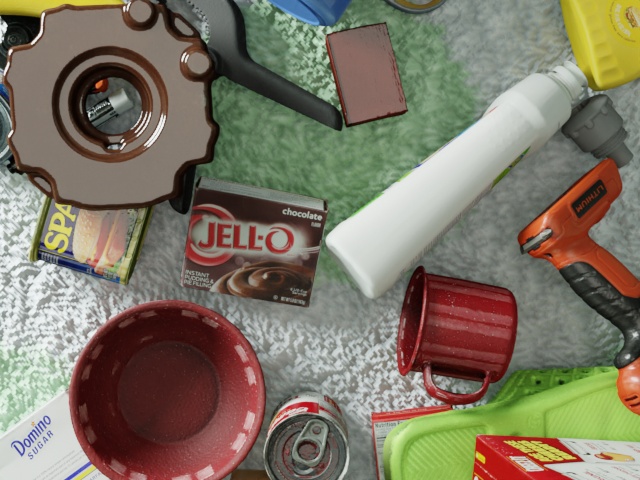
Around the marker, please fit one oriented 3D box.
[{"bbox_3d":[-0.216,-0.092,0.914,0.121,0.020,0.020,-31,92,1],"label":"marker"}]

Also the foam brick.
[{"bbox_3d":[0.038,-0.138,0.896,0.051,0.053,0.078,-14,94,0],"label":"foam brick"}]

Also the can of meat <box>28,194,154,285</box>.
[{"bbox_3d":[-0.189,-0.020,0.899,0.084,0.057,0.102,17,92,-3],"label":"can of meat"}]

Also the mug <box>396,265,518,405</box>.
[{"bbox_3d":[0.113,0.082,0.880,0.081,0.093,0.117,10,50,-6],"label":"mug"}]

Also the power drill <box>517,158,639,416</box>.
[{"bbox_3d":[0.269,0.026,0.883,0.184,0.057,0.188,-37,83,-28],"label":"power drill"}]

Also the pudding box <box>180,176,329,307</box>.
[{"bbox_3d":[-0.056,0.001,0.894,0.113,0.039,0.090,9,113,-5],"label":"pudding box"}]

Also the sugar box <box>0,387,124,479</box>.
[{"bbox_3d":[-0.199,0.221,0.916,0.093,0.048,0.176,-35,88,1],"label":"sugar box"}]

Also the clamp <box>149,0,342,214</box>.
[{"bbox_3d":[-0.102,-0.137,0.903,0.164,0.036,0.210,-34,89,8],"label":"clamp"}]

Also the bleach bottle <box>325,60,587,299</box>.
[{"bbox_3d":[0.118,-0.056,0.886,0.251,0.102,0.068,-41,86,-5],"label":"bleach bottle"}]

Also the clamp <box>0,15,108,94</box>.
[{"bbox_3d":[-0.257,-0.178,0.902,0.171,0.039,0.120,17,97,-4],"label":"clamp"}]

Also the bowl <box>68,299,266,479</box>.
[{"bbox_3d":[-0.128,0.131,0.900,0.162,0.055,0.162,0,87,-7],"label":"bowl"}]

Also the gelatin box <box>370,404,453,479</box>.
[{"bbox_3d":[0.084,0.189,0.922,0.073,0.030,0.089,-6,93,2],"label":"gelatin box"}]

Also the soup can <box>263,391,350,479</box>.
[{"bbox_3d":[-0.011,0.166,0.884,0.068,0.102,0.068,0,93,0],"label":"soup can"}]
